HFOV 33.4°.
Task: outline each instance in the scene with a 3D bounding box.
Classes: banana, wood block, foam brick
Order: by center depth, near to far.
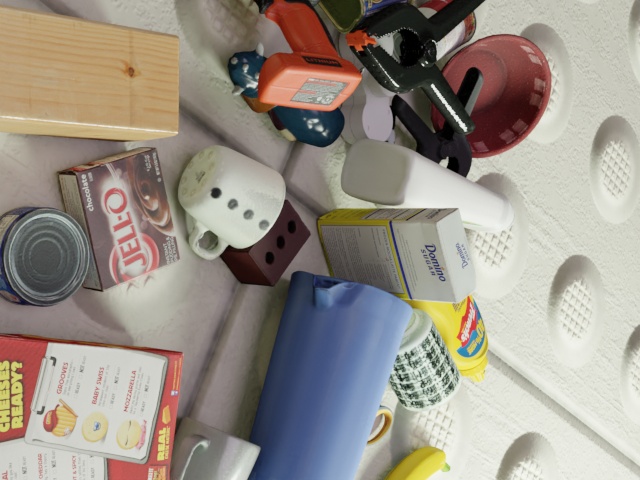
[{"bbox_3d":[-0.225,-0.135,0.881,0.205,0.090,0.091,1,90,-46],"label":"wood block"},{"bbox_3d":[-0.057,0.001,1.084,0.078,0.051,0.053,-56,127,-30],"label":"foam brick"},{"bbox_3d":[0.099,0.300,1.263,0.197,0.037,0.069,-35,114,-40],"label":"banana"}]

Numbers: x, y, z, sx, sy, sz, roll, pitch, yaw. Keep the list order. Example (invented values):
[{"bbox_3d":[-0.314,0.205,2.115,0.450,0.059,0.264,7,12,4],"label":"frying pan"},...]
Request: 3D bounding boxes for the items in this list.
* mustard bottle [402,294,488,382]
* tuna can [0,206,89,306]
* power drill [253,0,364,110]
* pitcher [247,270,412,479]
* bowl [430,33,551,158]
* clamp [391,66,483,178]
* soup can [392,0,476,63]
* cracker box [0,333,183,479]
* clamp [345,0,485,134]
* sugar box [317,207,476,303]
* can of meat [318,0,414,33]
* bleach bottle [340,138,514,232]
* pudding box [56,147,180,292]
[{"bbox_3d":[0.160,0.100,1.306,0.191,0.058,0.096,62,40,-28],"label":"mustard bottle"},{"bbox_3d":[-0.241,0.014,0.908,0.085,0.034,0.086,-1,92,-46],"label":"tuna can"},{"bbox_3d":[-0.049,-0.217,1.027,0.184,0.057,0.188,1,58,-37],"label":"power drill"},{"bbox_3d":[0.004,0.164,1.102,0.149,0.145,0.243,23,76,-21],"label":"pitcher"},{"bbox_3d":[0.200,-0.185,1.312,0.162,0.055,0.162,-9,122,-15],"label":"bowl"},{"bbox_3d":[0.152,-0.123,1.273,0.120,0.039,0.171,-25,130,-9],"label":"clamp"},{"bbox_3d":[0.129,-0.244,1.259,0.102,0.069,0.068,-38,117,-38],"label":"soup can"},{"bbox_3d":[-0.225,0.165,0.902,0.213,0.072,0.164,11,82,-45],"label":"cracker box"},{"bbox_3d":[0.111,-0.213,1.152,0.209,0.036,0.164,10,88,-45],"label":"clamp"},{"bbox_3d":[0.080,0.013,1.136,0.048,0.177,0.093,-31,113,-41],"label":"sugar box"},{"bbox_3d":[0.038,-0.277,1.150,0.083,0.058,0.102,-26,74,-39],"label":"can of meat"},{"bbox_3d":[0.141,-0.052,1.234,0.250,0.103,0.068,15,91,-47],"label":"bleach bottle"},{"bbox_3d":[-0.181,-0.020,0.965,0.089,0.039,0.113,-24,108,-43],"label":"pudding box"}]
